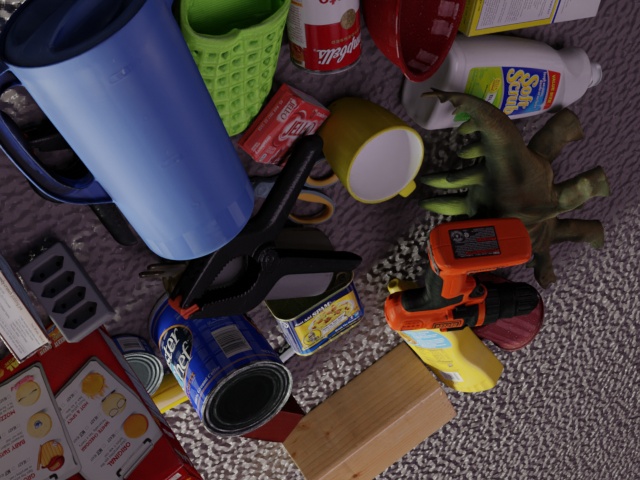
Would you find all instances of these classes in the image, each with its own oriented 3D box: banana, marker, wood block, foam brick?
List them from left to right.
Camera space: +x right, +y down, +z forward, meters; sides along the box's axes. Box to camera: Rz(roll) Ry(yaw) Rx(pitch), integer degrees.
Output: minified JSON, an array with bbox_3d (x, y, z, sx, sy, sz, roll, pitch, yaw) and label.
[{"bbox_3d":[-0.169,0.176,1.201,0.197,0.037,0.069,-30,156,-9],"label":"banana"},{"bbox_3d":[-0.069,0.205,1.284,0.078,0.053,0.051,19,113,-45],"label":"foam brick"},{"bbox_3d":[-0.031,0.127,1.268,0.121,0.020,0.020,-40,139,0],"label":"marker"},{"bbox_3d":[0.062,0.240,1.385,0.206,0.090,0.090,-36,140,-4],"label":"wood block"}]

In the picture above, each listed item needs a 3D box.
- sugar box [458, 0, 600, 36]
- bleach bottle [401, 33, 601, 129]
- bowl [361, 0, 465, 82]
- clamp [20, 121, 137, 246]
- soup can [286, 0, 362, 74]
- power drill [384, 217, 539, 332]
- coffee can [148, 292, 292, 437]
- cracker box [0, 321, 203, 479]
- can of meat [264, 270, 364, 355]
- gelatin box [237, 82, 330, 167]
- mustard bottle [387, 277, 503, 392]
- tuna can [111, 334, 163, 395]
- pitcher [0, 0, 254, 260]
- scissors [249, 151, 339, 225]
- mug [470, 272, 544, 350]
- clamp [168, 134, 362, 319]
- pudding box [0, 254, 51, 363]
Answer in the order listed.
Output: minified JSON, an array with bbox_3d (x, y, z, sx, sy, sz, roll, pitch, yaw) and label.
[{"bbox_3d":[0.216,-0.267,1.083,0.175,0.048,0.093,-15,134,-31],"label":"sugar box"},{"bbox_3d":[0.209,-0.178,1.143,0.250,0.068,0.103,-10,134,-32],"label":"bleach bottle"},{"bbox_3d":[0.083,-0.230,0.979,0.161,0.055,0.162,-42,141,-47],"label":"bowl"},{"bbox_3d":[-0.207,-0.054,0.961,0.171,0.039,0.120,9,107,-40],"label":"clamp"},{"bbox_3d":[0.002,-0.210,0.958,0.068,0.069,0.102,-23,136,-18],"label":"soup can"},{"bbox_3d":[0.173,0.044,1.185,0.184,0.057,0.188,-7,151,-10],"label":"power drill"},{"bbox_3d":[-0.106,0.119,1.114,0.102,0.140,0.103,-20,135,-21],"label":"coffee can"},{"bbox_3d":[-0.237,0.192,1.025,0.164,0.214,0.072,-38,151,-4],"label":"cracker box"},{"bbox_3d":[-0.004,0.074,1.214,0.102,0.057,0.084,-32,141,-8],"label":"can of meat"},{"bbox_3d":[-0.034,-0.108,1.023,0.073,0.030,0.089,-50,167,10],"label":"gelatin box"},{"bbox_3d":[0.141,0.112,1.319,0.191,0.096,0.058,48,62,-31],"label":"mustard bottle"},{"bbox_3d":[-0.213,0.142,1.136,0.086,0.034,0.086,-20,135,-21],"label":"tuna can"},{"bbox_3d":[-0.155,-0.093,0.877,0.149,0.145,0.242,-2,137,25],"label":"pitcher"},{"bbox_3d":[-0.047,-0.068,1.087,0.201,0.016,0.096,23,109,-46],"label":"scissors"},{"bbox_3d":[0.219,0.096,1.378,0.081,0.093,0.117,22,126,-40],"label":"mug"},{"bbox_3d":[-0.057,0.001,1.034,0.209,0.036,0.164,-29,125,-24],"label":"clamp"},{"bbox_3d":[-0.290,0.042,0.948,0.039,0.090,0.113,-32,139,-10],"label":"pudding box"}]
